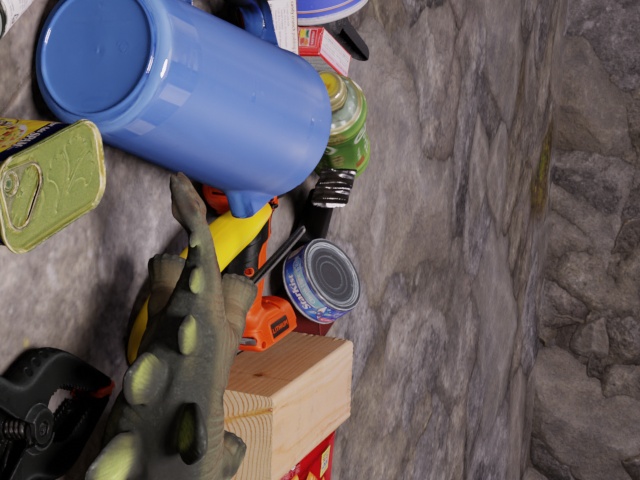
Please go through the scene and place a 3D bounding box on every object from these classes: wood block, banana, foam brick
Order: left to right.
[{"bbox_3d":[-0.107,0.036,0.893,0.197,0.037,0.069,-56,165,-12],"label":"banana"},{"bbox_3d":[-0.046,0.160,1.061,0.205,0.091,0.090,-23,117,-66],"label":"wood block"},{"bbox_3d":[-0.010,0.067,1.177,0.078,0.051,0.053,-52,144,-53],"label":"foam brick"}]

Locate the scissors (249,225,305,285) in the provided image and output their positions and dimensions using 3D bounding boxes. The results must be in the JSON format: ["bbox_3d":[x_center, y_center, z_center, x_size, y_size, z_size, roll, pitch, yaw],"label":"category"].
[{"bbox_3d":[-0.070,0.042,0.910,0.202,0.016,0.096,-50,-165,22],"label":"scissors"}]

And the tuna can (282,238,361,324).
[{"bbox_3d":[0.002,0.042,1.118,0.086,0.034,0.086,29,45,-34],"label":"tuna can"}]

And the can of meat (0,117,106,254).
[{"bbox_3d":[-0.191,-0.037,0.630,0.102,0.084,0.057,-47,139,-57],"label":"can of meat"}]

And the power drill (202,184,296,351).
[{"bbox_3d":[-0.057,0.001,1.033,0.184,0.057,0.188,-28,120,-63],"label":"power drill"}]

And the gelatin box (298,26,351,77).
[{"bbox_3d":[-0.018,-0.183,1.045,0.089,0.073,0.030,23,75,-68],"label":"gelatin box"}]

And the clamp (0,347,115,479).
[{"bbox_3d":[-0.204,0.117,0.712,0.209,0.036,0.164,-39,129,-65],"label":"clamp"}]

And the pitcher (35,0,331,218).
[{"bbox_3d":[-0.097,-0.121,0.799,0.145,0.149,0.242,-43,160,13],"label":"pitcher"}]

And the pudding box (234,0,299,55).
[{"bbox_3d":[-0.048,-0.171,0.958,0.090,0.039,0.113,-130,-148,-62],"label":"pudding box"}]

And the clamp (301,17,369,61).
[{"bbox_3d":[0.012,-0.236,1.151,0.120,0.039,0.171,-54,145,-49],"label":"clamp"}]
